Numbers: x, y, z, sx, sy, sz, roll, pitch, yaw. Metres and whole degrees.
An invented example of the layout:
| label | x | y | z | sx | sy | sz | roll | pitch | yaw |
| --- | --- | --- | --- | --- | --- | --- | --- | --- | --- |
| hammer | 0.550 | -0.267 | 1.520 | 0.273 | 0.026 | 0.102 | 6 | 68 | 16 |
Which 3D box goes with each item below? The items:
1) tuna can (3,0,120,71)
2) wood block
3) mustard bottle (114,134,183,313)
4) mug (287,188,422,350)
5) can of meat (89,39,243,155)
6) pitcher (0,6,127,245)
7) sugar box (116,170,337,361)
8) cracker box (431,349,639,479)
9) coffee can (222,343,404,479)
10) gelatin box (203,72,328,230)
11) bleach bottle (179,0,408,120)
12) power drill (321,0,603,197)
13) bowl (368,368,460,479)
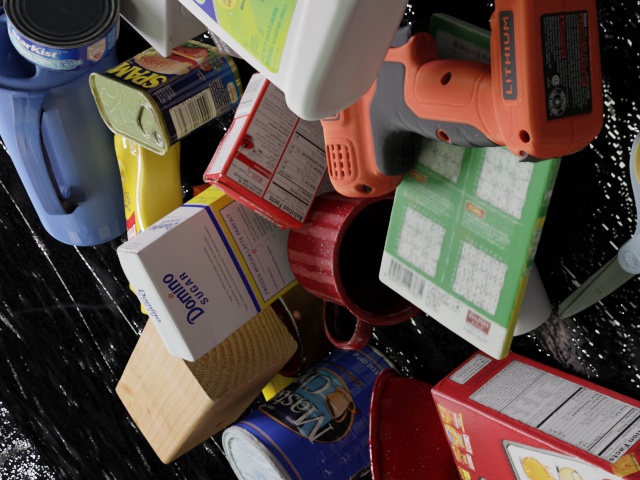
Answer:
| label | x | y | z | sx | sy | sz | roll | pitch | yaw |
| --- | --- | --- | --- | --- | --- | --- | --- | --- | --- |
| tuna can | -0.196 | -0.171 | 0.814 | 0.086 | 0.086 | 0.034 | 48 | 154 | 16 |
| wood block | -0.106 | 0.115 | 0.938 | 0.090 | 0.090 | 0.206 | 54 | 150 | 11 |
| mustard bottle | -0.153 | -0.009 | 0.993 | 0.096 | 0.058 | 0.191 | -164 | 68 | -68 |
| mug | 0.027 | 0.019 | 0.754 | 0.082 | 0.093 | 0.117 | 13 | 95 | 60 |
| can of meat | -0.123 | -0.121 | 0.864 | 0.102 | 0.083 | 0.057 | 26 | 141 | 45 |
| pitcher | -0.247 | -0.099 | 1.037 | 0.145 | 0.149 | 0.243 | 35 | 150 | 28 |
| sugar box | -0.055 | 0.001 | 0.785 | 0.048 | 0.176 | 0.093 | 7 | 127 | 56 |
| cracker box | 0.186 | 0.174 | 0.700 | 0.214 | 0.072 | 0.164 | 19 | 136 | 49 |
| coffee can | 0.002 | 0.165 | 0.915 | 0.103 | 0.140 | 0.103 | 40 | 149 | 29 |
| gelatin box | -0.031 | -0.062 | 0.745 | 0.073 | 0.089 | 0.030 | 32 | 163 | -29 |
| bleach bottle | -0.069 | -0.175 | 0.570 | 0.251 | 0.067 | 0.103 | 39 | 131 | 20 |
| power drill | 0.060 | -0.113 | 0.578 | 0.188 | 0.057 | 0.184 | 7 | 109 | 54 |
| bowl | 0.087 | 0.175 | 0.823 | 0.055 | 0.162 | 0.162 | -10 | 119 | 17 |
